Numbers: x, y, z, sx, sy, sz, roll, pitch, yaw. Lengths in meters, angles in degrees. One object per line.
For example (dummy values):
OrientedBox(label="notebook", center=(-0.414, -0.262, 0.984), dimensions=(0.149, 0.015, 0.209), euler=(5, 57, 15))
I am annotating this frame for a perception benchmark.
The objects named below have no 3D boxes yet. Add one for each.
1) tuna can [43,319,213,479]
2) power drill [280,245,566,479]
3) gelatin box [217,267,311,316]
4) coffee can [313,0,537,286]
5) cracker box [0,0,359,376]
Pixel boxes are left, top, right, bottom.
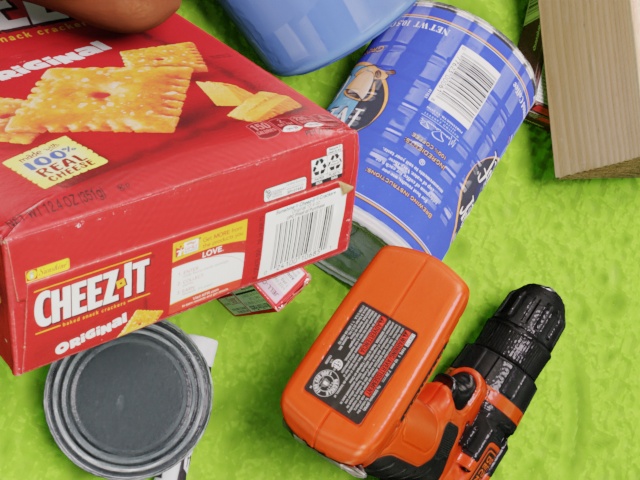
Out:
OrientedBox(label="tuna can", center=(-0.099, 0.082, 0.559), dimensions=(0.086, 0.034, 0.086), euler=(1, 79, -5))
OrientedBox(label="power drill", center=(0.064, 0.076, 0.568), dimensions=(0.184, 0.057, 0.187), euler=(-57, 147, -11))
OrientedBox(label="gelatin box", center=(-0.054, 0.001, 0.578), dimensions=(0.089, 0.073, 0.030), euler=(47, 69, -10))
OrientedBox(label="coffee can", center=(0.047, -0.050, 0.610), dimensions=(0.102, 0.103, 0.140), euler=(37, 71, -14))
OrientedBox(label="cracker box", center=(-0.112, -0.049, 0.478), dimensions=(0.163, 0.214, 0.072), euler=(-20, 133, -34))
